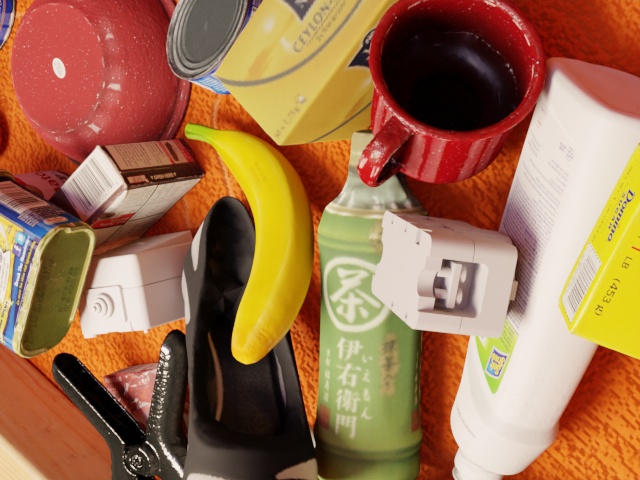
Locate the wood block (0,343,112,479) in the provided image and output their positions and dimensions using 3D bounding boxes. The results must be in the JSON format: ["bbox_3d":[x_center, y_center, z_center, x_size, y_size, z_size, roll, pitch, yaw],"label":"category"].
[{"bbox_3d":[-0.234,0.178,0.842,0.206,0.090,0.091,37,114,22],"label":"wood block"}]

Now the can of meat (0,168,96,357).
[{"bbox_3d":[-0.204,0.016,0.709,0.084,0.057,0.102,28,112,24],"label":"can of meat"}]

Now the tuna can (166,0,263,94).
[{"bbox_3d":[-0.062,-0.140,0.698,0.086,0.033,0.086,-23,58,42],"label":"tuna can"}]

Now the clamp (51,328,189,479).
[{"bbox_3d":[-0.131,0.147,0.766,0.120,0.039,0.171,-2,100,34],"label":"clamp"}]

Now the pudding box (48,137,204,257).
[{"bbox_3d":[-0.150,-0.024,0.758,0.114,0.089,0.039,-39,79,30],"label":"pudding box"}]

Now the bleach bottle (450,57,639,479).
[{"bbox_3d":[0.124,0.032,0.604,0.068,0.102,0.251,11,116,-12],"label":"bleach bottle"}]

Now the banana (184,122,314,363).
[{"bbox_3d":[-0.037,-0.007,0.681,0.069,0.037,0.198,-15,50,-3],"label":"banana"}]

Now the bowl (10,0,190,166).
[{"bbox_3d":[-0.174,-0.125,0.777,0.162,0.055,0.162,6,101,31],"label":"bowl"}]

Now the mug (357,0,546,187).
[{"bbox_3d":[0.063,-0.073,0.591,0.093,0.081,0.117,39,75,11],"label":"mug"}]

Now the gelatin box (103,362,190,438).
[{"bbox_3d":[-0.115,0.128,0.795,0.089,0.030,0.073,-13,91,33],"label":"gelatin box"}]
